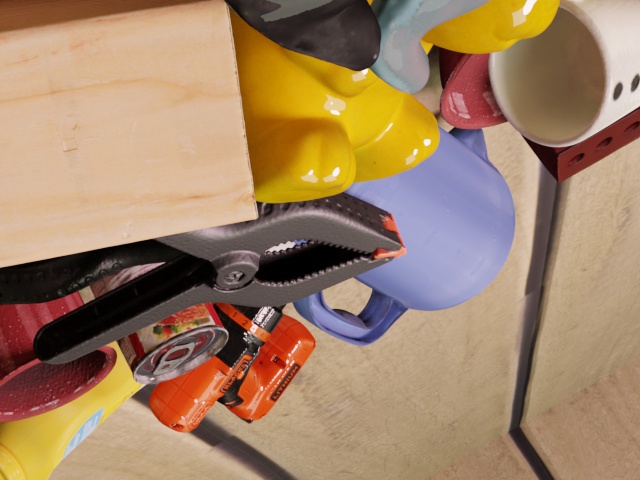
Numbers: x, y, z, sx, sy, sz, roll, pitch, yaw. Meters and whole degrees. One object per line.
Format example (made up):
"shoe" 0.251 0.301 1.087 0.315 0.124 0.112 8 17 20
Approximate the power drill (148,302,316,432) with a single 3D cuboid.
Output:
"power drill" -0.059 0.089 0.935 0.184 0.057 0.187 -51 162 -2

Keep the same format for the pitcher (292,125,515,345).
"pitcher" 0.032 -0.025 0.724 0.145 0.149 0.242 -20 160 21

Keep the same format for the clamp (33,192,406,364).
"clamp" -0.054 0.001 0.565 0.209 0.036 0.165 -9 146 -13

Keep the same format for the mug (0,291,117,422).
"mug" -0.199 0.067 0.706 0.093 0.081 0.117 -4 147 -48

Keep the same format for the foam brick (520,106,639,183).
"foam brick" 0.183 -0.086 0.737 0.078 0.051 0.053 -30 159 2

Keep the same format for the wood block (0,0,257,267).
"wood block" -0.138 -0.044 0.416 0.206 0.091 0.090 -11 115 -9

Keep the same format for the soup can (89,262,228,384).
"soup can" -0.114 0.036 0.715 0.068 0.102 0.068 -25 158 -11

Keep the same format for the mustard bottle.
"mustard bottle" -0.186 0.123 0.786 0.191 0.058 0.096 -44 -178 -41

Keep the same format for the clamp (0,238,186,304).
"clamp" -0.126 0.003 0.643 0.171 0.039 0.120 -25 -161 -11
